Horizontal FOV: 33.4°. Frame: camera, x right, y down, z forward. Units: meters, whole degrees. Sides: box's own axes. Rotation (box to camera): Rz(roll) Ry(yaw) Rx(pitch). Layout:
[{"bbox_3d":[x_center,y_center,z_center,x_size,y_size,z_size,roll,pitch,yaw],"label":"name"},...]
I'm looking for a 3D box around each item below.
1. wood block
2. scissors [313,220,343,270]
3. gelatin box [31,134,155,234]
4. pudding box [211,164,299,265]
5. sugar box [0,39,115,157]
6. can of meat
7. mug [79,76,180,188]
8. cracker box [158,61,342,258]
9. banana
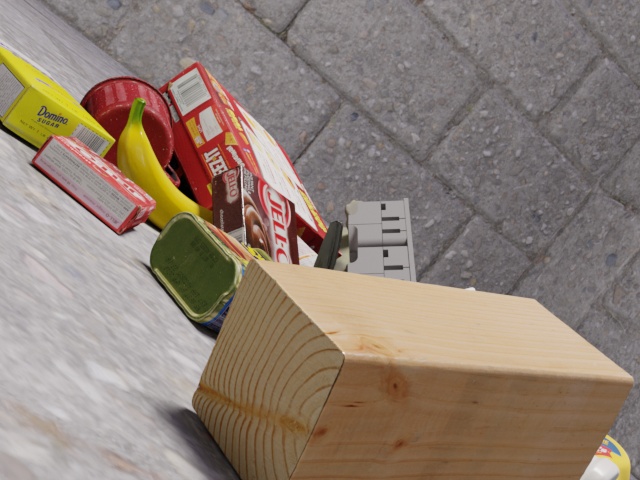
[{"bbox_3d":[0.052,0.080,0.558,0.205,0.090,0.091,9,24,-38],"label":"wood block"},{"bbox_3d":[-0.015,0.027,0.799,0.096,0.016,0.202,44,-29,32],"label":"scissors"},{"bbox_3d":[-0.174,-0.045,0.832,0.089,0.030,0.073,39,4,-2],"label":"gelatin box"},{"bbox_3d":[-0.056,0.001,0.955,0.090,0.039,0.113,34,45,-50],"label":"pudding box"},{"bbox_3d":[-0.253,-0.126,0.927,0.093,0.048,0.176,36,6,-42],"label":"sugar box"},{"bbox_3d":[-0.066,0.032,0.769,0.083,0.057,0.102,32,8,-46],"label":"can of meat"},{"bbox_3d":[-0.173,-0.090,0.996,0.117,0.093,0.081,52,3,-24],"label":"mug"},{"bbox_3d":[-0.077,-0.064,1.121,0.164,0.072,0.213,62,10,31],"label":"cracker box"},{"bbox_3d":[-0.123,-0.037,0.953,0.197,0.069,0.037,50,-4,-39],"label":"banana"}]
